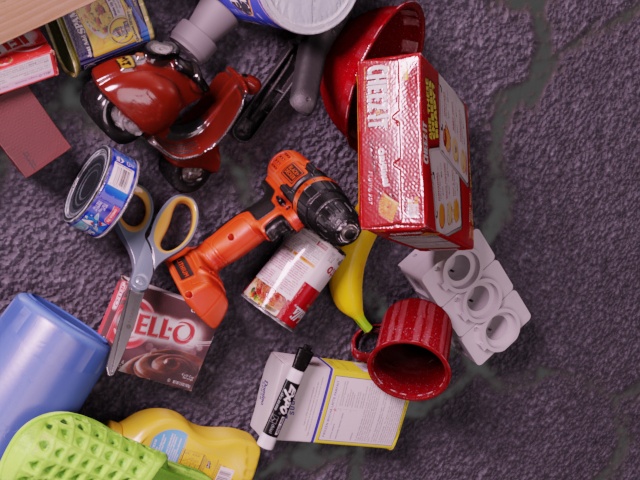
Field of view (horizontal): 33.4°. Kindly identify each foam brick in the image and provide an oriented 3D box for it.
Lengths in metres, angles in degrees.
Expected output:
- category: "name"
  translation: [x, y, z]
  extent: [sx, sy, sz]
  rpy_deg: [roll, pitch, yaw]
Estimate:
- category: "foam brick"
  translation: [-0.276, -0.105, 0.981]
  extent: [0.053, 0.051, 0.078]
  rpy_deg: [-37, 118, -12]

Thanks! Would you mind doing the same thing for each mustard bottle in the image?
- category: "mustard bottle"
  translation: [-0.164, 0.229, 1.134]
  extent: [0.191, 0.058, 0.096]
  rpy_deg: [23, 100, -31]

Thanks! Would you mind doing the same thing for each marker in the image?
- category: "marker"
  translation: [-0.037, 0.168, 1.154]
  extent: [0.020, 0.020, 0.121]
  rpy_deg: [21, 94, -30]

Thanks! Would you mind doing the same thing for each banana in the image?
- category: "banana"
  translation: [0.053, 0.000, 1.187]
  extent: [0.069, 0.037, 0.198]
  rpy_deg: [18, 92, -31]

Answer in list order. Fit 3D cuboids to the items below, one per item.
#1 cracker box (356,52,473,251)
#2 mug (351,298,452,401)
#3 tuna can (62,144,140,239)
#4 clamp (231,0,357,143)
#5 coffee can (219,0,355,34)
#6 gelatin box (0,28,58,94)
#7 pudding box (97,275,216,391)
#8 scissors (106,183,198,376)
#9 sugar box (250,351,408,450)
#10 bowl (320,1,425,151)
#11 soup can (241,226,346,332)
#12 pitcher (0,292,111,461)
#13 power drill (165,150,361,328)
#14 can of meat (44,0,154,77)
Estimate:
- category: "cracker box"
  translation: [0.097, -0.079, 1.072]
  extent: [0.213, 0.072, 0.164]
  rpy_deg: [16, 71, -69]
- category: "mug"
  translation: [0.093, 0.119, 1.203]
  extent: [0.117, 0.081, 0.093]
  rpy_deg: [2, 128, 14]
- category: "tuna can"
  translation: [-0.209, -0.047, 1.013]
  extent: [0.033, 0.086, 0.086]
  rpy_deg: [29, 90, -29]
- category: "clamp"
  translation: [-0.017, -0.190, 1.062]
  extent: [0.036, 0.165, 0.210]
  rpy_deg: [32, 66, -21]
- category: "coffee can"
  translation: [-0.039, -0.252, 1.006]
  extent: [0.102, 0.140, 0.103]
  rpy_deg: [-8, 108, -25]
- category: "gelatin box"
  translation: [-0.287, -0.164, 0.944]
  extent: [0.089, 0.073, 0.030]
  rpy_deg: [-24, 143, -19]
- category: "pudding box"
  translation: [-0.170, 0.096, 1.102]
  extent: [0.113, 0.039, 0.090]
  rpy_deg: [21, 94, -30]
- category: "scissors"
  translation: [-0.188, 0.025, 1.034]
  extent: [0.096, 0.016, 0.201]
  rpy_deg: [35, 60, -8]
- category: "sugar box"
  translation: [0.015, 0.184, 1.220]
  extent: [0.176, 0.048, 0.093]
  rpy_deg: [12, 99, -25]
- category: "bowl"
  translation: [0.046, -0.176, 1.096]
  extent: [0.162, 0.055, 0.162]
  rpy_deg: [-50, 155, -34]
- category: "soup can"
  translation: [-0.028, 0.037, 1.140]
  extent: [0.068, 0.069, 0.102]
  rpy_deg: [38, 86, -30]
- category: "pitcher"
  translation: [-0.315, 0.169, 1.006]
  extent: [0.243, 0.145, 0.149]
  rpy_deg: [-57, 146, -6]
- category: "power drill"
  translation: [-0.057, 0.001, 1.060]
  extent: [0.187, 0.185, 0.057]
  rpy_deg: [-39, 121, -1]
- category: "can of meat"
  translation: [-0.210, -0.213, 0.980]
  extent: [0.083, 0.058, 0.102]
  rpy_deg: [-26, 115, -20]
